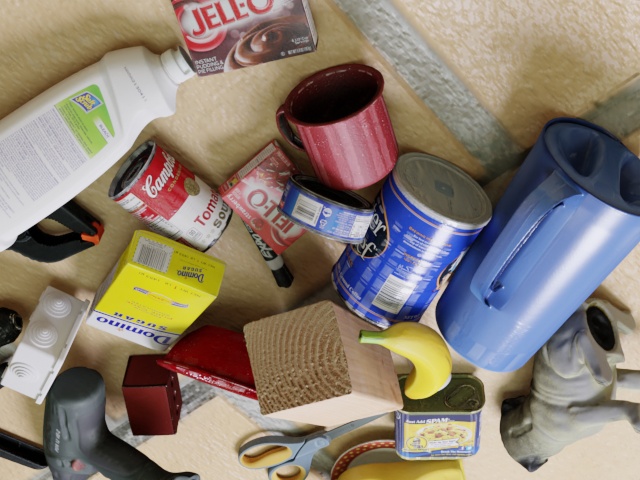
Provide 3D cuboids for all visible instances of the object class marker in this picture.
[{"bbox_3d":[-0.057,0.001,1.078,0.020,0.020,0.121,-18,124,14],"label":"marker"}]

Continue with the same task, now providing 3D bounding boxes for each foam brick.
[{"bbox_3d":[-0.186,0.172,1.185,0.051,0.053,0.078,-2,126,3],"label":"foam brick"}]

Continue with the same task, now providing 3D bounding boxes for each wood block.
[{"bbox_3d":[0.008,0.127,1.056,0.091,0.090,0.206,-17,164,13],"label":"wood block"}]

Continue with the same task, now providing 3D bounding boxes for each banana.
[{"bbox_3d":[0.097,0.118,1.061,0.070,0.037,0.197,1,155,20],"label":"banana"}]

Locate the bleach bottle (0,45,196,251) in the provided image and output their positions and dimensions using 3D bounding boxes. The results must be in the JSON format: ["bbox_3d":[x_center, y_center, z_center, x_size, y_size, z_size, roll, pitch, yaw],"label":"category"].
[{"bbox_3d":[-0.221,-0.093,0.974,0.251,0.068,0.102,-30,107,10],"label":"bleach bottle"}]

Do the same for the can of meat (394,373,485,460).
[{"bbox_3d":[0.131,0.199,1.193,0.102,0.057,0.084,-1,128,3],"label":"can of meat"}]

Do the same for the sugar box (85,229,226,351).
[{"bbox_3d":[-0.168,0.055,1.062,0.093,0.048,0.176,23,147,-14],"label":"sugar box"}]

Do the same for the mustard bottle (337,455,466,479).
[{"bbox_3d":[0.075,0.300,1.240,0.192,0.058,0.096,-10,124,8],"label":"mustard bottle"}]

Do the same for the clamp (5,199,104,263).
[{"bbox_3d":[-0.303,-0.027,1.055,0.171,0.039,0.120,-1,125,-1],"label":"clamp"}]

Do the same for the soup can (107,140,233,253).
[{"bbox_3d":[-0.143,-0.038,1.021,0.069,0.068,0.102,-38,117,25],"label":"soup can"}]

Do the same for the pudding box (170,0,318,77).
[{"bbox_3d":[-0.066,-0.198,0.921,0.113,0.039,0.090,-12,124,10],"label":"pudding box"}]

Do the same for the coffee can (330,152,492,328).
[{"bbox_3d":[0.085,0.001,1.022,0.102,0.103,0.140,21,124,-13],"label":"coffee can"}]

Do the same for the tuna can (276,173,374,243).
[{"bbox_3d":[0.005,-0.030,0.979,0.086,0.086,0.034,19,104,-12],"label":"tuna can"}]

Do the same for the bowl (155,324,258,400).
[{"bbox_3d":[-0.088,0.129,1.120,0.162,0.055,0.162,18,168,4],"label":"bowl"}]

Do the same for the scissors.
[{"bbox_3d":[0.002,0.246,1.249,0.202,0.016,0.096,-14,128,17],"label":"scissors"}]

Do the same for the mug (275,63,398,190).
[{"bbox_3d":[0.013,-0.100,0.967,0.117,0.093,0.081,4,135,29],"label":"mug"}]

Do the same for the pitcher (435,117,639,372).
[{"bbox_3d":[0.202,0.015,1.008,0.149,0.145,0.243,19,127,-15],"label":"pitcher"}]

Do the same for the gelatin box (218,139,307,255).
[{"bbox_3d":[-0.042,-0.040,1.028,0.073,0.030,0.089,-40,117,6],"label":"gelatin box"}]

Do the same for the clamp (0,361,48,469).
[{"bbox_3d":[-0.421,0.198,1.221,0.210,0.036,0.165,3,126,0],"label":"clamp"}]
